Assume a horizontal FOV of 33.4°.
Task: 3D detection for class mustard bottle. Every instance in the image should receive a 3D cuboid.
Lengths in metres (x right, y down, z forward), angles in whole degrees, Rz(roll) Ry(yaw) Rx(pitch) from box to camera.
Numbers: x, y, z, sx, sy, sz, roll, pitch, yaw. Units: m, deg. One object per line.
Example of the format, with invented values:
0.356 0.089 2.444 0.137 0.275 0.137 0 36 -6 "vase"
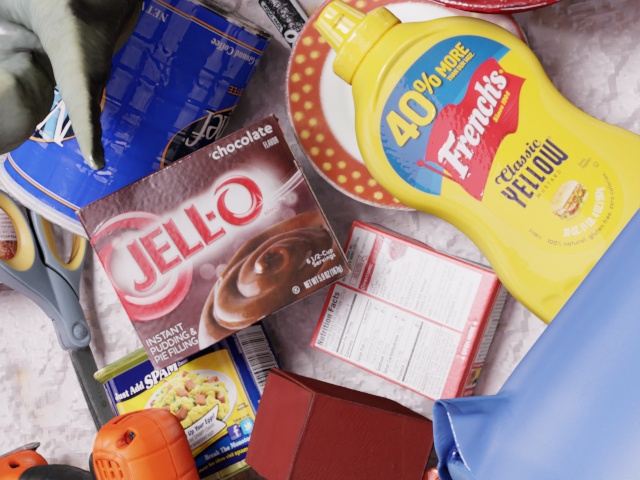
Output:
0.075 -0.051 0.514 0.192 0.058 0.096 41 92 8 "mustard bottle"

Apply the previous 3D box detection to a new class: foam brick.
0.010 0.103 0.540 0.053 0.078 0.051 16 88 64 "foam brick"

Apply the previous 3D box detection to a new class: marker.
-0.004 -0.105 0.597 0.020 0.020 0.121 -40 72 18 "marker"

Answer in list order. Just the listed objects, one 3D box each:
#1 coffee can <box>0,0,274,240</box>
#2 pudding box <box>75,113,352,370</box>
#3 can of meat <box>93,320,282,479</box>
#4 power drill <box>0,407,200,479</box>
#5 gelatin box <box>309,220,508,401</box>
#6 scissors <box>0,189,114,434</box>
-0.103 -0.076 0.597 0.103 0.102 0.140 33 101 23 "coffee can"
-0.053 0.001 0.542 0.113 0.039 0.090 -27 93 -3 "pudding box"
-0.065 0.093 0.597 0.102 0.057 0.084 -28 79 22 "can of meat"
-0.114 0.182 0.580 0.188 0.057 0.184 -11 96 43 "power drill"
0.047 0.037 0.561 0.089 0.030 0.073 21 97 27 "gelatin box"
-0.161 0.048 0.628 0.016 0.096 0.202 -17 77 34 "scissors"
